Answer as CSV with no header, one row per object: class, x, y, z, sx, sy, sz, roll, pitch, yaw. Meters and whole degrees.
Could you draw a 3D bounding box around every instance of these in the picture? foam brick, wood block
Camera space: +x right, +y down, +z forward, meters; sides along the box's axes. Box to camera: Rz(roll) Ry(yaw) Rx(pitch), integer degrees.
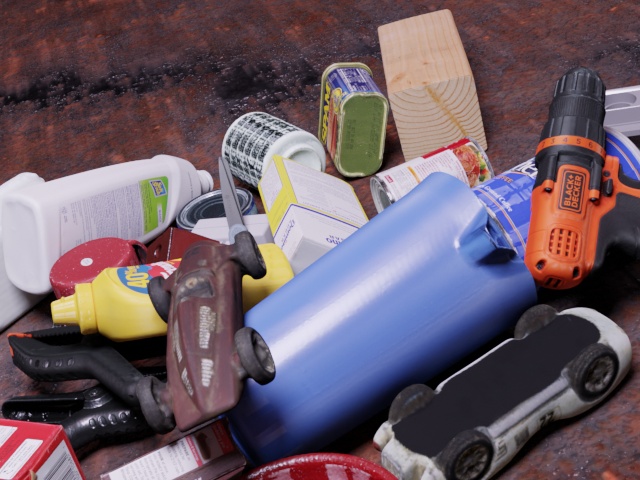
foam brick,-0.127,0.036,0.960,0.053,0.051,0.078,-36,43,50
wood block,0.122,-0.174,1.191,0.090,0.091,0.206,-13,30,7

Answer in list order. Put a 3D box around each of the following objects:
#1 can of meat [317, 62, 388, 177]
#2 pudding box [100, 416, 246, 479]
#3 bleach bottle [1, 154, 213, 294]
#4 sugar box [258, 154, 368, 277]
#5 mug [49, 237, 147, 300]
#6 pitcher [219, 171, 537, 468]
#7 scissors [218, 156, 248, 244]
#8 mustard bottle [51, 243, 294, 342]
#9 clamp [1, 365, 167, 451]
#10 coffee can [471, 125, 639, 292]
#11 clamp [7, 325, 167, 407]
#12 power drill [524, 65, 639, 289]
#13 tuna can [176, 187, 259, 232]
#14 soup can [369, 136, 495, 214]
can of meat,0.036,-0.129,1.149,0.057,0.102,0.084,-3,30,-12
pudding box,-0.098,0.163,0.733,0.090,0.039,0.113,-25,-12,-13
bleach bottle,-0.205,-0.027,1.095,0.068,0.102,0.250,14,22,35
sugar box,0.000,-0.013,0.988,0.093,0.048,0.176,20,24,-20
mug,-0.194,0.044,0.999,0.093,0.081,0.117,4,36,32
pitcher,0.028,0.067,0.804,0.242,0.149,0.145,-33,42,-12
scissors,-0.056,0.001,0.984,0.096,0.016,0.201,-3,58,10
mustard bottle,-0.121,0.045,0.869,0.191,0.058,0.096,-8,19,-12
clamp,-0.188,0.138,0.882,0.171,0.039,0.120,-19,28,-18
coffee can,0.193,-0.021,0.884,0.140,0.103,0.103,-26,31,-15
clamp,-0.172,0.091,0.901,0.210,0.036,0.164,1,15,34
power drill,0.253,-0.036,0.808,0.187,0.057,0.184,12,70,4
tuna can,-0.105,-0.021,1.109,0.086,0.034,0.086,-13,30,7
soup can,0.107,-0.049,1.011,0.102,0.068,0.068,-23,30,-9
